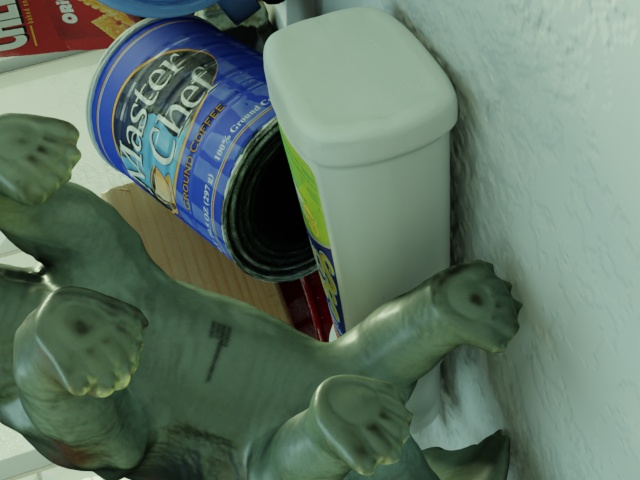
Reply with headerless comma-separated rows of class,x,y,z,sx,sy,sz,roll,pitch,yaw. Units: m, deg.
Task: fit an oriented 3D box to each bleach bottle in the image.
bleach bottle,0.029,0.020,0.519,0.103,0.068,0.251,-116,12,-48

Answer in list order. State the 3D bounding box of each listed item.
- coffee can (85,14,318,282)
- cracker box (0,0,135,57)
coffee can,-0.050,-0.054,0.582,0.140,0.102,0.103,35,146,41
cracker box,-0.202,-0.229,0.886,0.164,0.213,0.072,97,165,-63
